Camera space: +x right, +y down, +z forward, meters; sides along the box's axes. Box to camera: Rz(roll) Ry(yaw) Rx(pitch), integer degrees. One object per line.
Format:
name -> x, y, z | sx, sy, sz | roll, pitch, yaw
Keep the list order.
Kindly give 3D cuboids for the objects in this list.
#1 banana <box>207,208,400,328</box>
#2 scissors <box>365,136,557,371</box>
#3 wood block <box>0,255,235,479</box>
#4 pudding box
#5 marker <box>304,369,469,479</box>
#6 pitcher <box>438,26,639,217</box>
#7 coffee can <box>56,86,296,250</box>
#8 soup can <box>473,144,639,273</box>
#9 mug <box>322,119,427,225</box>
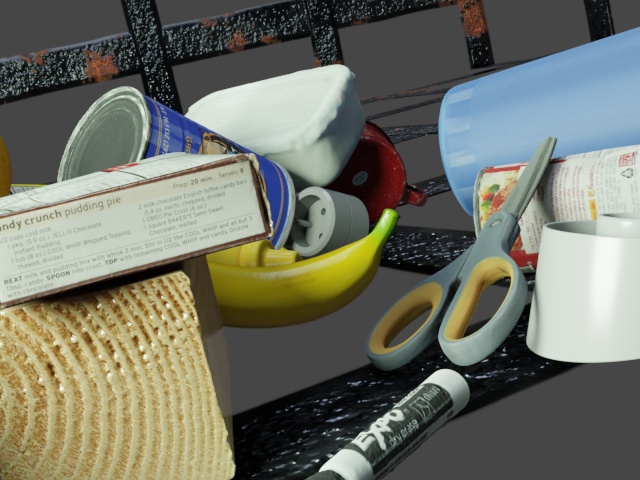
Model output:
banana -> -0.049, 0.019, 0.642 | 0.197, 0.069, 0.037 | -2, -4, -9
scissors -> 0.077, 0.007, 0.564 | 0.096, 0.016, 0.201 | -26, 20, 26
wood block -> -0.095, 0.048, 0.512 | 0.090, 0.090, 0.206 | -13, 9, -4
pudding box -> -0.088, -0.007, 0.436 | 0.113, 0.039, 0.090 | -18, 12, -22
marker -> 0.022, 0.078, 0.398 | 0.020, 0.020, 0.120 | -6, 12, 35
pitcher -> 0.221, -0.084, 0.792 | 0.243, 0.149, 0.144 | -11, 25, 27
coffee can -> -0.102, -0.036, 0.770 | 0.103, 0.103, 0.140 | -2, -21, 46
soup can -> 0.149, -0.017, 0.628 | 0.102, 0.068, 0.068 | -7, 11, 27
mug -> 0.042, -0.055, 0.961 | 0.117, 0.093, 0.081 | 23, 10, -11
